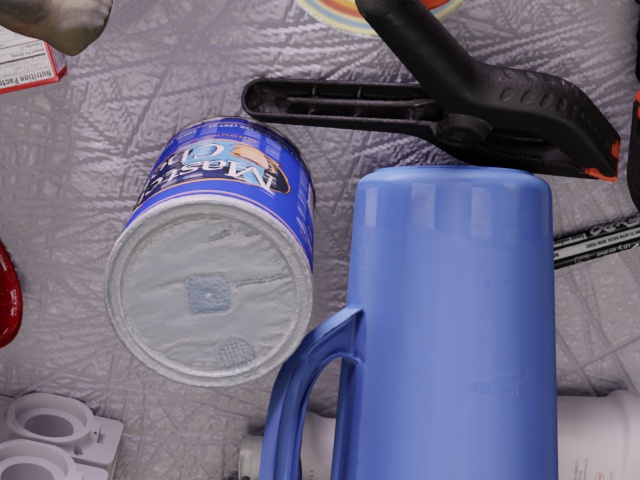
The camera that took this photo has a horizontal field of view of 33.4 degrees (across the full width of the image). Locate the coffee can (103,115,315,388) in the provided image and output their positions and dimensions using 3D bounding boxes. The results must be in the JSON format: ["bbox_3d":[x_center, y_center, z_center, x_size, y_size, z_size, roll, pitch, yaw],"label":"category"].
[{"bbox_3d":[-0.054,0.001,0.579,0.103,0.140,0.103,0,113,0],"label":"coffee can"}]

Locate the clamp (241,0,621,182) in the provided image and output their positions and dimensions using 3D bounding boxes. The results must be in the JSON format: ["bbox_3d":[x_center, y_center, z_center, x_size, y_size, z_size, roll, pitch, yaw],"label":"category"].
[{"bbox_3d":[0.075,-0.075,0.561,0.209,0.165,0.036,14,73,-13],"label":"clamp"}]

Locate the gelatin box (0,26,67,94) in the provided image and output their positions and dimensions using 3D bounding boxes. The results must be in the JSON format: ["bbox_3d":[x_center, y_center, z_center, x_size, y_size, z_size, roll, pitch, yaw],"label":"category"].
[{"bbox_3d":[-0.188,-0.124,0.589,0.073,0.030,0.089,-11,112,4],"label":"gelatin box"}]

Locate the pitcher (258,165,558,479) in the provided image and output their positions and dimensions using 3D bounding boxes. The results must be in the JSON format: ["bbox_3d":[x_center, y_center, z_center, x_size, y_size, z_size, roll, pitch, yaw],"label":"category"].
[{"bbox_3d":[0.059,0.084,0.581,0.145,0.149,0.243,1,88,23],"label":"pitcher"}]
